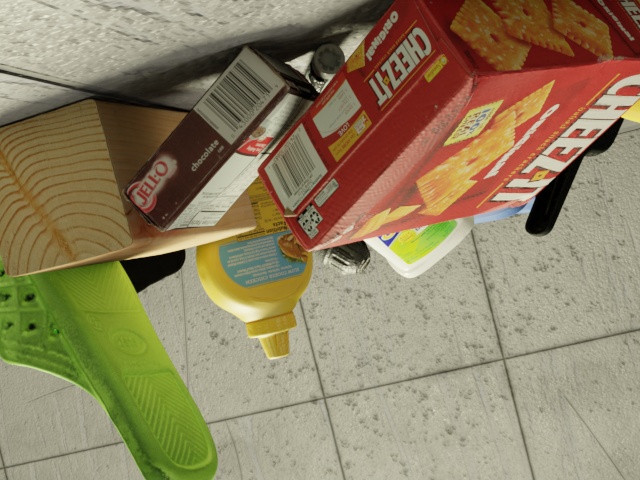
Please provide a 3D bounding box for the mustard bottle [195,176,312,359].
[{"bbox_3d":[-0.056,0.001,0.863,0.096,0.191,0.058,-13,179,-32],"label":"mustard bottle"}]

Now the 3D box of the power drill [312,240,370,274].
[{"bbox_3d":[-0.006,-0.034,1.119,0.057,0.184,0.187,-59,167,16],"label":"power drill"}]

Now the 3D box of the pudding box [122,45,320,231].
[{"bbox_3d":[-0.055,-0.057,0.628,0.113,0.039,0.090,-46,173,11],"label":"pudding box"}]

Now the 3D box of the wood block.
[{"bbox_3d":[-0.129,-0.035,0.726,0.090,0.091,0.205,-14,179,18],"label":"wood block"}]

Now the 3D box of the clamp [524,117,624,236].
[{"bbox_3d":[0.244,-0.105,1.015,0.036,0.164,0.209,13,-153,39],"label":"clamp"}]

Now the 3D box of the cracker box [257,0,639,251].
[{"bbox_3d":[0.093,-0.075,0.640,0.213,0.072,0.164,-12,154,-43],"label":"cracker box"}]

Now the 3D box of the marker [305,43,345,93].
[{"bbox_3d":[-0.001,-0.104,0.687,0.020,0.020,0.121,-14,179,-7],"label":"marker"}]

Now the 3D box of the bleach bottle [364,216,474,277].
[{"bbox_3d":[0.045,-0.049,0.971,0.103,0.068,0.250,-40,144,14],"label":"bleach bottle"}]
